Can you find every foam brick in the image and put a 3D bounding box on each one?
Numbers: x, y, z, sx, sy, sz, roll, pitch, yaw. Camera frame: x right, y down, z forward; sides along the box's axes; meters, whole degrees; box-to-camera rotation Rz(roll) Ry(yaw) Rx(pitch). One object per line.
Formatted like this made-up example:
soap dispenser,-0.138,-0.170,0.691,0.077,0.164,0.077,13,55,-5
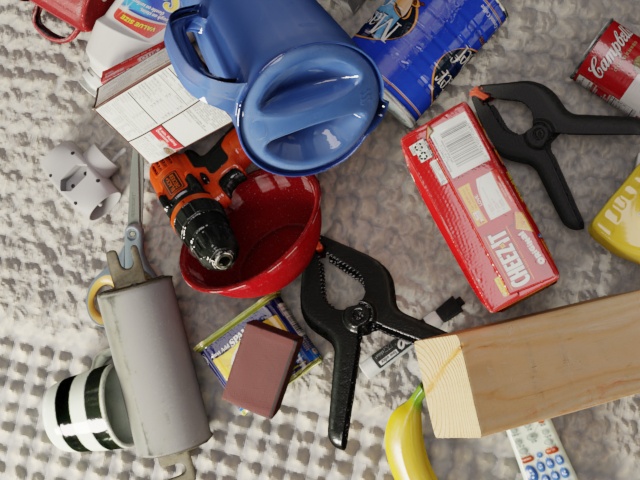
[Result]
foam brick,-0.054,0.120,1.003,0.051,0.053,0.078,19,91,6

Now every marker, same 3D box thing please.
marker,0.092,0.095,1.053,0.121,0.020,0.020,-37,81,5

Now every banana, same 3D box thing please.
banana,0.109,0.238,1.022,0.070,0.037,0.198,-25,88,43

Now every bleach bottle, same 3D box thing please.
bleach bottle,-0.149,-0.241,1.098,0.102,0.068,0.251,45,96,9

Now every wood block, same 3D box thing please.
wood block,0.201,0.108,0.953,0.205,0.091,0.090,-11,85,-21

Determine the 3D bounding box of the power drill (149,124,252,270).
power drill,-0.071,-0.071,1.035,0.187,0.057,0.185,-37,43,0

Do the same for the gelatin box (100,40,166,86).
gelatin box,-0.170,-0.147,1.085,0.073,0.030,0.089,-24,124,6

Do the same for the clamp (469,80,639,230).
clamp,0.225,-0.107,1.026,0.171,0.039,0.120,45,103,13

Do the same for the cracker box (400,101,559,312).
cracker box,0.145,-0.020,0.954,0.072,0.213,0.164,-28,82,8

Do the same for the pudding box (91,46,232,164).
pudding box,-0.151,-0.133,1.040,0.114,0.090,0.039,-26,38,24

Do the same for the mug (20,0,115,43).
mug,-0.262,-0.260,1.109,0.081,0.093,0.117,32,113,6

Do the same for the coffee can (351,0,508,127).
coffee can,0.097,-0.195,1.031,0.103,0.102,0.140,42,93,10

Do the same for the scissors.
scissors,-0.208,0.004,1.101,0.096,0.016,0.202,-11,91,13

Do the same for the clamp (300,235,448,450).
clamp,0.034,0.086,1.026,0.164,0.036,0.210,-35,65,-7

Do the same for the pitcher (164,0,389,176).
pitcher,-0.056,-0.179,0.970,0.145,0.149,0.243,-33,45,2

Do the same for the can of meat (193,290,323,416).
can of meat,-0.060,0.112,1.059,0.102,0.057,0.084,-36,83,6

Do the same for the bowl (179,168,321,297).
bowl,-0.057,0.001,1.043,0.162,0.055,0.162,-23,40,21
